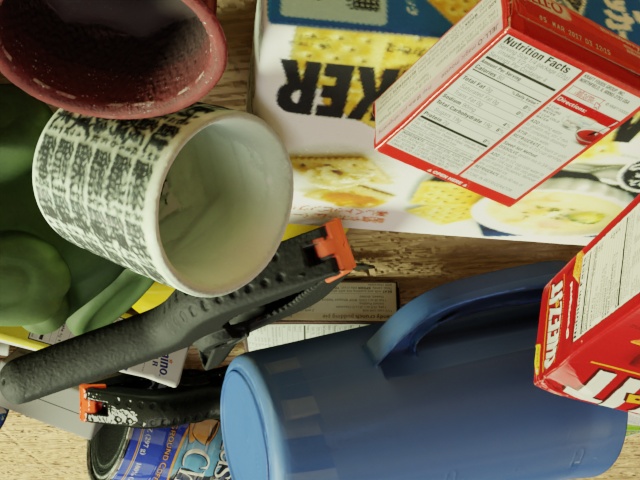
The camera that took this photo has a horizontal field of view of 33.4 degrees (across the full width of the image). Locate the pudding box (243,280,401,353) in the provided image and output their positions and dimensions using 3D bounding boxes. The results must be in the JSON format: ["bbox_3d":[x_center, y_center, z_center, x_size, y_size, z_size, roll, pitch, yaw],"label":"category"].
[{"bbox_3d":[0.000,0.063,0.769,0.113,0.039,0.090,-1,149,-1],"label":"pudding box"}]

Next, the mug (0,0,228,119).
[{"bbox_3d":[-0.085,-0.102,0.432,0.093,0.081,0.117,10,149,-15],"label":"mug"}]

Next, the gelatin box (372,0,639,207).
[{"bbox_3d":[0.075,-0.057,0.427,0.073,0.030,0.089,20,142,-25],"label":"gelatin box"}]

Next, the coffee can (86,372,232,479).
[{"bbox_3d":[-0.109,0.163,0.885,0.140,0.103,0.103,17,147,-26],"label":"coffee can"}]

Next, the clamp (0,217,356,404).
[{"bbox_3d":[-0.068,0.043,0.585,0.164,0.036,0.210,-8,163,-44],"label":"clamp"}]

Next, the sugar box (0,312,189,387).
[{"bbox_3d":[-0.185,0.053,0.723,0.176,0.048,0.094,19,172,-34],"label":"sugar box"}]

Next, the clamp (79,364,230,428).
[{"bbox_3d":[-0.087,0.116,0.785,0.171,0.039,0.120,-6,-175,-26],"label":"clamp"}]

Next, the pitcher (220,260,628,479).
[{"bbox_3d":[0.066,0.100,0.685,0.242,0.149,0.145,-7,177,-22],"label":"pitcher"}]
